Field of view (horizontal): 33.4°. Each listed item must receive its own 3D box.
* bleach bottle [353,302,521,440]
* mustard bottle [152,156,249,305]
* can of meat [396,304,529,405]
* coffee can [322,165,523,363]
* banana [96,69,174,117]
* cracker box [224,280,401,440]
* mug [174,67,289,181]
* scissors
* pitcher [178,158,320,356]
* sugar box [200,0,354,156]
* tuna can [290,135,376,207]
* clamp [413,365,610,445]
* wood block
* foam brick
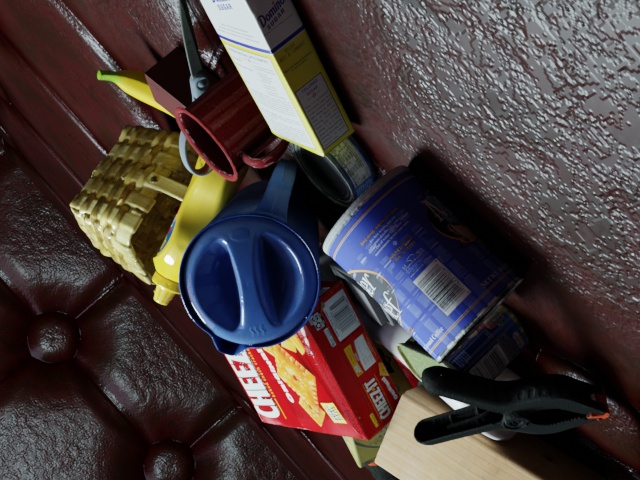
[{"bbox_3d":[0.108,0.112,1.130,0.251,0.068,0.102,36,179,42],"label":"bleach bottle"},{"bbox_3d":[-0.147,-0.013,1.239,0.058,0.192,0.096,24,-173,-3],"label":"mustard bottle"},{"bbox_3d":[0.135,0.099,1.006,0.057,0.084,0.102,55,163,-23],"label":"can of meat"},{"bbox_3d":[0.087,0.020,0.911,0.140,0.102,0.103,44,164,12],"label":"coffee can"},{"bbox_3d":[-0.169,-0.155,1.248,0.198,0.069,0.037,29,127,23],"label":"banana"},{"bbox_3d":[-0.025,0.132,1.197,0.214,0.072,0.164,-5,116,54],"label":"cracker box"},{"bbox_3d":[-0.078,-0.114,1.067,0.117,0.081,0.093,37,161,35],"label":"mug"},{"bbox_3d":[-0.111,-0.163,1.128,0.016,0.096,0.202,39,132,46],"label":"scissors"},{"bbox_3d":[-0.057,0.001,1.103,0.145,0.149,0.242,61,-170,-12],"label":"pitcher"},{"bbox_3d":[-0.041,-0.162,0.926,0.093,0.048,0.176,29,152,49],"label":"sugar box"},{"bbox_3d":[0.012,-0.074,1.010,0.086,0.033,0.086,43,164,16],"label":"tuna can"},{"bbox_3d":[0.161,0.149,0.934,0.171,0.039,0.120,6,150,-6],"label":"clamp"},{"bbox_3d":[0.174,0.238,1.112,0.206,0.090,0.090,29,-161,27],"label":"wood block"},{"bbox_3d":[-0.148,-0.166,1.185,0.078,0.051,0.053,40,162,25],"label":"foam brick"}]
